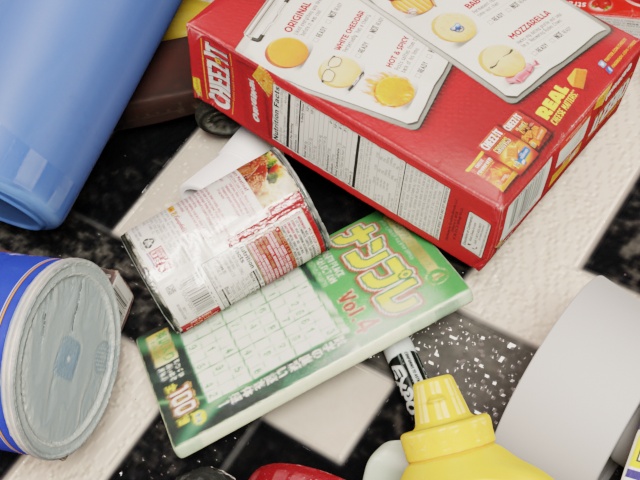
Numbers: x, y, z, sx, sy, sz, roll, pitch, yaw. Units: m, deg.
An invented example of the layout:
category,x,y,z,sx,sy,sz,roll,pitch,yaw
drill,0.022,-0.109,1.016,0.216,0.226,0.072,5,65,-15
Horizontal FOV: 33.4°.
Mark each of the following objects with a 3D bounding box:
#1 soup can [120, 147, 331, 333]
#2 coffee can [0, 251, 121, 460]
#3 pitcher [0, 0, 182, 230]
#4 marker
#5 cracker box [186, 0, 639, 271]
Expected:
category,x,y,z,sx,sy,sz,roll,pitch,yaw
soup can,-0.054,0.001,0.613,0.102,0.068,0.068,-30,55,-7
coffee can,-0.191,0.054,0.561,0.140,0.103,0.102,6,59,18
pitcher,-0.170,-0.137,0.659,0.149,0.144,0.242,-4,61,60
marker,0.051,0.080,0.579,0.020,0.020,0.121,-22,54,-1
cracker box,0.054,-0.101,0.634,0.214,0.072,0.164,32,59,19
